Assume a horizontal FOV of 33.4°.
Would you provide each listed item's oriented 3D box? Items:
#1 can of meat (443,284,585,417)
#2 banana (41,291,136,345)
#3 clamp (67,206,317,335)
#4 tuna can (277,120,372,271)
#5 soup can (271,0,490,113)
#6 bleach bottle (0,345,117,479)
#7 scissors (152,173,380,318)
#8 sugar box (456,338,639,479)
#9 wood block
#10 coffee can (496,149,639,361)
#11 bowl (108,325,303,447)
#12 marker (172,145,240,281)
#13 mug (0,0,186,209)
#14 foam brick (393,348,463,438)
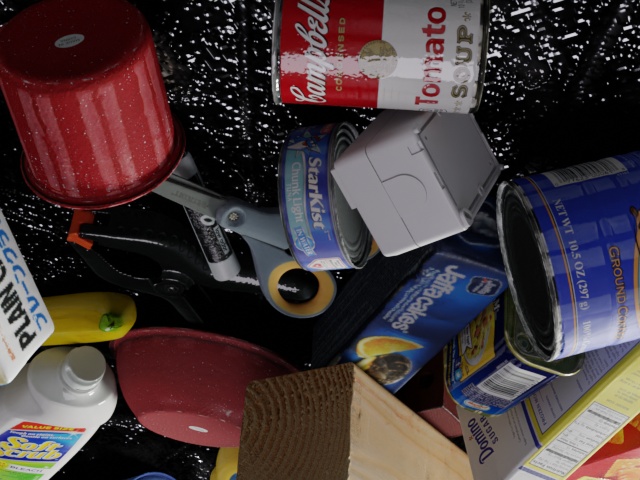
[{"bbox_3d":[0.123,0.055,0.698,0.057,0.102,0.084,19,143,-17],"label":"can of meat"},{"bbox_3d":[-0.201,0.058,0.789,0.198,0.037,0.069,-8,167,34],"label":"banana"},{"bbox_3d":[-0.102,0.025,0.744,0.171,0.039,0.120,24,137,-23],"label":"clamp"},{"bbox_3d":[0.004,-0.025,0.621,0.034,0.086,0.086,-5,142,17],"label":"tuna can"},{"bbox_3d":[0.029,-0.099,0.533,0.102,0.068,0.068,4,143,3],"label":"soup can"},{"bbox_3d":[-0.237,0.142,0.879,0.102,0.068,0.251,19,146,-21],"label":"bleach bottle"},{"bbox_3d":[-0.054,0.001,0.666,0.201,0.016,0.096,7,116,-26],"label":"scissors"},{"bbox_3d":[0.165,0.095,0.711,0.048,0.093,0.176,22,123,-21],"label":"sugar box"},{"bbox_3d":[0.035,0.177,0.786,0.091,0.090,0.205,-15,143,28],"label":"wood block"},{"bbox_3d":[0.179,0.001,0.585,0.140,0.103,0.103,-13,142,-2],"label":"coffee can"},{"bbox_3d":[-0.092,0.122,0.831,0.162,0.055,0.162,8,155,4],"label":"bowl"},{"bbox_3d":[-0.078,-0.026,0.663,0.020,0.020,0.121,-8,126,18],"label":"marker"},{"bbox_3d":[-0.133,-0.083,0.575,0.117,0.093,0.081,32,148,29],"label":"mug"},{"bbox_3d":[0.074,0.124,0.836,0.078,0.053,0.051,-17,137,28],"label":"foam brick"}]
